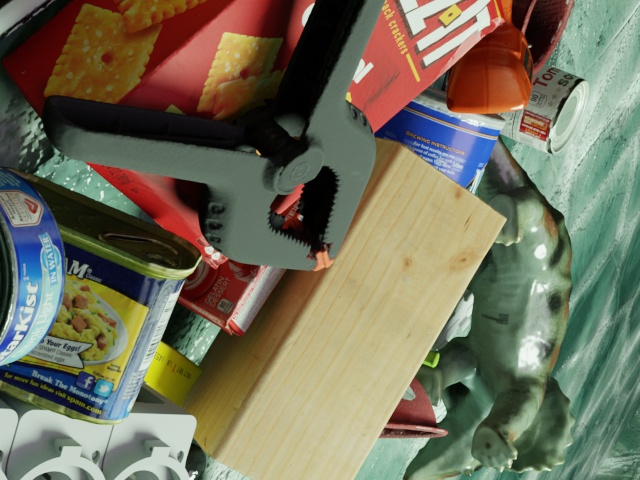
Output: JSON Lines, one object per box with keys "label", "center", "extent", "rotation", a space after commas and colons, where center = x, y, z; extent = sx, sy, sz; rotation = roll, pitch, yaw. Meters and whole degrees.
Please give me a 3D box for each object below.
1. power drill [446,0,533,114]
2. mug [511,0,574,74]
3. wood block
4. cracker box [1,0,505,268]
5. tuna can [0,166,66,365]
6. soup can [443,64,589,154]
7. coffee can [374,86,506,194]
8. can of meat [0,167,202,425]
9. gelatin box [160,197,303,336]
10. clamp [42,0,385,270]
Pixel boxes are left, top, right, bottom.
{"label": "power drill", "center": [0.101, -0.178, 0.659], "extent": [0.184, 0.057, 0.188], "rotation": [-64, 152, -61]}
{"label": "mug", "center": [0.132, -0.185, 0.789], "extent": [0.093, 0.082, 0.117], "rotation": [-57, 155, -14]}
{"label": "wood block", "center": [0.008, 0.046, 0.649], "extent": [0.090, 0.091, 0.206], "rotation": [32, 87, -24]}
{"label": "cracker box", "center": [-0.018, -0.097, 0.517], "extent": [0.213, 0.072, 0.164], "rotation": [-40, 153, 0]}
{"label": "tuna can", "center": [-0.145, 0.011, 0.431], "extent": [0.033, 0.086, 0.086], "rotation": [-8, 122, -63]}
{"label": "soup can", "center": [0.162, -0.120, 0.887], "extent": [0.068, 0.102, 0.068], "rotation": [-44, 149, -36]}
{"label": "coffee can", "center": [0.058, -0.039, 0.761], "extent": [0.102, 0.103, 0.140], "rotation": [-5, 119, -62]}
{"label": "can of meat", "center": [-0.117, 0.026, 0.484], "extent": [0.057, 0.102, 0.084], "rotation": [-81, -166, -77]}
{"label": "gelatin box", "center": [-0.054, 0.001, 0.616], "extent": [0.089, 0.073, 0.030], "rotation": [-56, 153, -14]}
{"label": "clamp", "center": [-0.028, -0.039, 0.469], "extent": [0.164, 0.036, 0.210], "rotation": [-32, 151, -16]}
